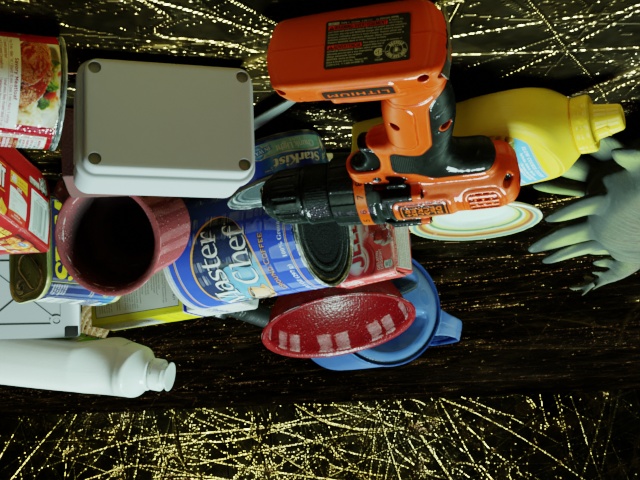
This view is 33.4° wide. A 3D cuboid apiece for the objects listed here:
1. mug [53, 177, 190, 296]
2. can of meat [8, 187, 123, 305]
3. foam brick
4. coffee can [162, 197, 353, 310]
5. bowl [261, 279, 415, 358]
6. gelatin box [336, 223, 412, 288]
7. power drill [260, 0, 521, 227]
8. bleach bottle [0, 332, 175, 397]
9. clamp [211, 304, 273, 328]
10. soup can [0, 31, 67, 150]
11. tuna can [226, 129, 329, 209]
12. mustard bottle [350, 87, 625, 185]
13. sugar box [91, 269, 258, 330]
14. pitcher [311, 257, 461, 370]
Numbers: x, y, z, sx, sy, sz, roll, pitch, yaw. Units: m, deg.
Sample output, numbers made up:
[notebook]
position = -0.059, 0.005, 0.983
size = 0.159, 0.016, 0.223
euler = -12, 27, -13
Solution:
[mug]
position = -0.168, -0.015, 0.882
size = 0.117, 0.093, 0.081
euler = 34, -163, 8
[can of meat]
position = -0.220, 0.006, 0.929
size = 0.058, 0.102, 0.083
euler = -14, 164, 40
[foam brick]
position = -0.145, -0.063, 0.768
size = 0.078, 0.053, 0.051
euler = -1, 166, -6
[coffee can]
position = -0.056, 0.001, 0.940
size = 0.141, 0.103, 0.102
euler = -11, 164, 28
[bowl]
position = 0.015, 0.067, 1.105
size = 0.162, 0.055, 0.162
euler = -8, 153, -4
[gelatin box]
position = 0.043, -0.006, 0.960
size = 0.073, 0.089, 0.030
euler = -15, 162, 40
[power drill]
position = 0.028, -0.070, 0.688
size = 0.184, 0.057, 0.187
euler = -7, 152, 14
[bleach bottle]
position = -0.268, 0.116, 1.051
size = 0.251, 0.068, 0.102
euler = 8, -174, 13
[clamp]
position = -0.110, 0.075, 1.251
size = 0.164, 0.036, 0.210
euler = 15, 173, 9
[soup can]
position = -0.203, -0.090, 0.617
size = 0.102, 0.068, 0.069
euler = 3, 165, -22
[tuna can]
position = -0.035, -0.054, 0.824
size = 0.086, 0.034, 0.086
euler = -17, 171, -3
[mustard bottle]
position = 0.125, -0.071, 0.783
size = 0.192, 0.058, 0.096
euler = -10, 151, 25
[sugar box]
position = -0.147, 0.033, 1.068
size = 0.176, 0.093, 0.048
euler = -9, 166, 22
[pitcher]
position = 0.058, 0.100, 1.310
size = 0.145, 0.149, 0.243
euler = -33, 177, -16
